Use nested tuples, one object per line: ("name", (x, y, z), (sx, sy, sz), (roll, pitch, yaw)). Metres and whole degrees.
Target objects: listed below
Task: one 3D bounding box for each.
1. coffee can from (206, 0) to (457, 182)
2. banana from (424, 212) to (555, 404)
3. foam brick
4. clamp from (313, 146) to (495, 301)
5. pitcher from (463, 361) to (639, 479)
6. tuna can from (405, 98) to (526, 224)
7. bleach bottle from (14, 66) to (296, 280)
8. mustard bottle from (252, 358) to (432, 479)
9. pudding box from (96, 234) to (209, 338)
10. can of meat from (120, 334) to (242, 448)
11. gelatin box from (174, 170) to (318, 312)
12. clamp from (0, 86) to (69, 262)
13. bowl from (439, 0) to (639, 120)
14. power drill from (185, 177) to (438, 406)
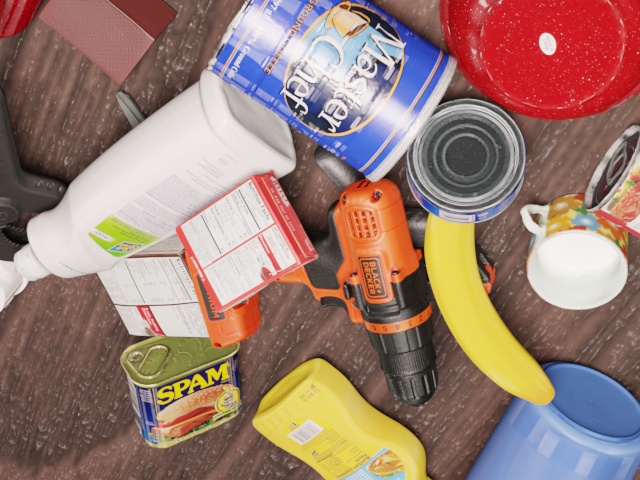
("coffee can", (0.008, -0.121, 0.732), (0.140, 0.102, 0.103), (33, 127, -7))
("banana", (0.120, 0.038, 0.797), (0.070, 0.037, 0.198), (-13, 102, 15))
("foam brick", (-0.155, -0.166, 0.785), (0.078, 0.051, 0.053), (41, 125, -12))
("clamp", (0.056, -0.007, 0.839), (0.171, 0.039, 0.120), (13, 129, 9))
("pitcher", (0.176, 0.229, 0.888), (0.144, 0.149, 0.243), (0, 125, -31))
("tuna can", (0.103, -0.057, 0.759), (0.086, 0.086, 0.033), (12, 171, 9))
("bleach bottle", (-0.146, -0.036, 0.829), (0.251, 0.068, 0.102), (-28, 144, 23))
("mustard bottle", (0.038, 0.193, 0.970), (0.191, 0.058, 0.096), (40, 125, -12))
("pudding box", (-0.134, 0.039, 0.917), (0.114, 0.039, 0.090), (-3, 123, 33))
("can of meat", (-0.121, 0.128, 0.954), (0.102, 0.057, 0.084), (-20, 131, -22))
("gelatin box", (-0.055, 0.001, 0.788), (0.089, 0.030, 0.073), (-31, 85, 31))
("clamp", (-0.273, -0.029, 0.868), (0.164, 0.036, 0.209), (-28, 143, 7))
("bowl", (0.154, -0.140, 0.703), (0.162, 0.055, 0.162), (9, 126, 12))
("power drill", (-0.004, 0.045, 0.834), (0.188, 0.057, 0.184), (-4, 110, 28))
